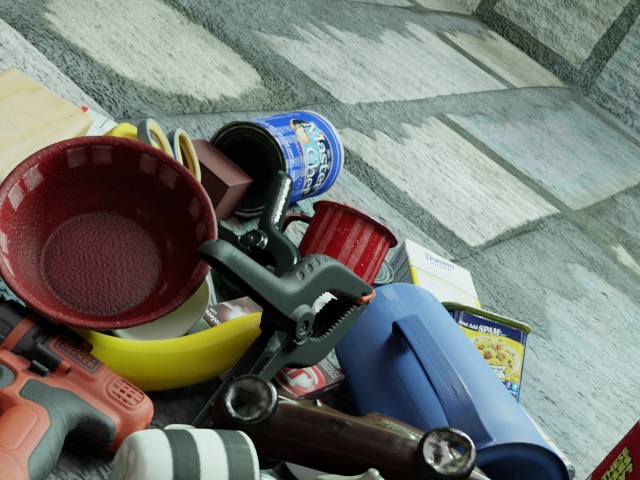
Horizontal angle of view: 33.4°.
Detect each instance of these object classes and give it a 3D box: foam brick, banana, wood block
[{"bbox_3d":[-0.120,-0.062,1.108,0.078,0.051,0.052,40,24,17],"label":"foam brick"},{"bbox_3d":[-0.126,0.080,0.807,0.197,0.037,0.069,8,75,-28],"label":"banana"},{"bbox_3d":[-0.273,-0.058,0.865,0.090,0.091,0.206,31,23,-4],"label":"wood block"}]

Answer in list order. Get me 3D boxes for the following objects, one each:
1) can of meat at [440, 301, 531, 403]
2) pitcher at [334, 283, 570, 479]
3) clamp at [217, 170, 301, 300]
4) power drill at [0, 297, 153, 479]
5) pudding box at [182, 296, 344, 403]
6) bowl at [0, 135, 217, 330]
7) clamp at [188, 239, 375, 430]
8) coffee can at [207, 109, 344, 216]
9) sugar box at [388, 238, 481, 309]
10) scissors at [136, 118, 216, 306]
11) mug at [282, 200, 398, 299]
[{"bbox_3d":[0.149,0.115,1.035,0.102,0.058,0.084,18,69,-19],"label":"can of meat"},{"bbox_3d":[0.092,0.134,0.879,0.144,0.149,0.243,18,24,-28],"label":"pitcher"},{"bbox_3d":[-0.057,0.001,1.017,0.172,0.120,0.039,56,-7,37],"label":"clamp"},{"bbox_3d":[-0.212,0.101,0.673,0.184,0.057,0.187,33,24,1],"label":"power drill"},{"bbox_3d":[-0.048,0.099,0.899,0.114,0.039,0.089,42,27,23],"label":"pudding box"},{"bbox_3d":[-0.158,0.003,0.779,0.162,0.055,0.162,6,58,-10],"label":"bowl"},{"bbox_3d":[-0.029,0.054,0.813,0.036,0.165,0.209,21,30,33],"label":"clamp"},{"bbox_3d":[-0.049,-0.088,1.179,0.103,0.103,0.140,39,25,15],"label":"coffee can"},{"bbox_3d":[0.128,0.073,1.155,0.093,0.048,0.176,27,21,-15],"label":"sugar box"},{"bbox_3d":[-0.132,-0.033,0.980,0.096,0.016,0.202,42,29,-46],"label":"scissors"},{"bbox_3d":[0.007,0.014,1.048,0.117,0.081,0.093,23,-15,11],"label":"mug"}]
